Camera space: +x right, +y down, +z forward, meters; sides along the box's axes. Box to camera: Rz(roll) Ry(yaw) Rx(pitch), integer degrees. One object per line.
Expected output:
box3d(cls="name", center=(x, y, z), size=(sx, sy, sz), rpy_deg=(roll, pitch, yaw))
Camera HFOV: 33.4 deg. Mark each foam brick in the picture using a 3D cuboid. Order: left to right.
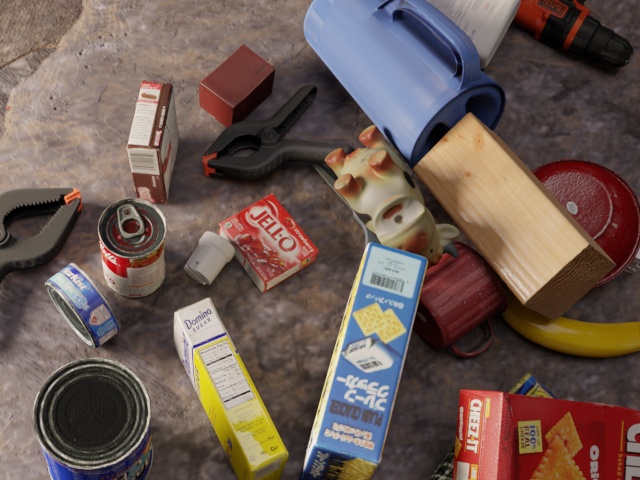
box3d(cls="foam brick", center=(-0.097, -0.178, 1.243), size=(0.053, 0.051, 0.078), rpy_deg=(39, 65, 11))

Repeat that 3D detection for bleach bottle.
box3d(cls="bleach bottle", center=(0.115, -0.312, 1.327), size=(0.251, 0.068, 0.102), rpy_deg=(29, 87, 9))

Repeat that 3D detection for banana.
box3d(cls="banana", center=(0.273, 0.091, 1.161), size=(0.198, 0.037, 0.069), rpy_deg=(20, 70, 1))

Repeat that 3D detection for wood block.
box3d(cls="wood block", center=(0.202, -0.026, 1.128), size=(0.090, 0.090, 0.206), rpy_deg=(-45, 57, 14))

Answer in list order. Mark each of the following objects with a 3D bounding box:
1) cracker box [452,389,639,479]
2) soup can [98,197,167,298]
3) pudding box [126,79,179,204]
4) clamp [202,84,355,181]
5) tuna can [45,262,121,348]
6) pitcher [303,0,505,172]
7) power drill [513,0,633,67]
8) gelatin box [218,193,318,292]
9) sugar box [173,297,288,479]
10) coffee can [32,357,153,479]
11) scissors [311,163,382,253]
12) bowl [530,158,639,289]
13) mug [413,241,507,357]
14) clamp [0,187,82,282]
box3d(cls="cracker box", center=(0.225, 0.231, 0.997), size=(0.213, 0.072, 0.164), rpy_deg=(11, 80, -29))
box3d(cls="soup can", center=(-0.193, 0.010, 1.103), size=(0.068, 0.102, 0.068), rpy_deg=(3, 63, -7))
box3d(cls="pudding box", center=(-0.180, -0.105, 1.159), size=(0.039, 0.113, 0.090), rpy_deg=(6, 61, -2))
box3d(cls="clamp", center=(-0.056, -0.120, 1.226), size=(0.171, 0.039, 0.120), rpy_deg=(-12, 50, -10))
box3d(cls="tuna can", center=(-0.240, 0.067, 1.077), size=(0.033, 0.086, 0.086), rpy_deg=(-37, 73, -21))
box3d(cls="pitcher", center=(0.090, -0.204, 1.219), size=(0.149, 0.144, 0.243), rpy_deg=(-47, 62, 14))
box3d(cls="power drill", center=(0.342, -0.321, 1.375), size=(0.184, 0.057, 0.187), rpy_deg=(30, 63, 8))
box3d(cls="gelatin box", center=(-0.058, 0.001, 1.167), size=(0.073, 0.030, 0.089), rpy_deg=(-31, 71, -21))
box3d(cls="sugar box", center=(-0.092, 0.154, 1.049), size=(0.048, 0.093, 0.176), rpy_deg=(-24, 68, -19))
box3d(cls="coffee can", center=(-0.208, 0.181, 0.991), size=(0.102, 0.140, 0.103), rpy_deg=(3, 63, -7))
box3d(cls="scissors", center=(0.042, -0.013, 1.196), size=(0.202, 0.016, 0.096), rpy_deg=(34, 61, 10))
box3d(cls="bowl", center=(0.277, -0.027, 1.186), size=(0.162, 0.055, 0.162), rpy_deg=(-4, 69, 12))
box3d(cls="mug", center=(0.142, 0.071, 1.135), size=(0.081, 0.093, 0.117), rpy_deg=(-34, 106, -17))
box3d(cls="clamp", center=(-0.350, -0.002, 1.124), size=(0.209, 0.036, 0.165), rpy_deg=(-39, 74, -26))
